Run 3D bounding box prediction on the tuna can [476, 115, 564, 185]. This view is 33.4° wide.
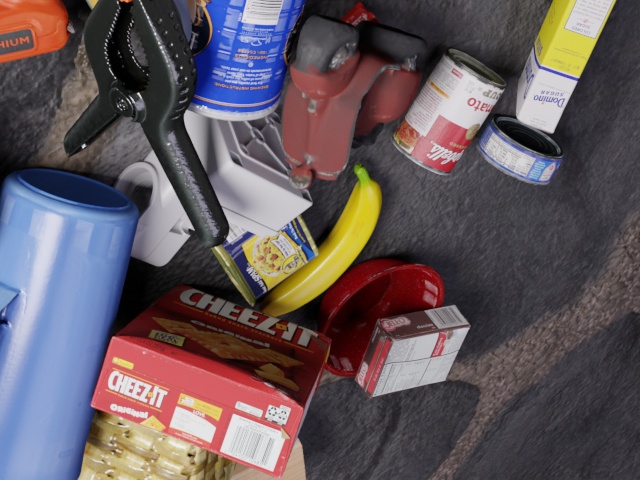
[{"bbox_3d":[0.207,-0.094,1.101,0.085,0.086,0.034,2,125,-39],"label":"tuna can"}]

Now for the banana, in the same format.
[{"bbox_3d":[0.009,0.005,1.086,0.069,0.037,0.198,18,116,-34],"label":"banana"}]

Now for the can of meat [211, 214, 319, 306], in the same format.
[{"bbox_3d":[-0.057,0.001,1.011,0.084,0.057,0.102,-36,142,-8],"label":"can of meat"}]

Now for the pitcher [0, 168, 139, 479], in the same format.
[{"bbox_3d":[-0.230,0.072,0.845,0.144,0.149,0.243,11,105,-27],"label":"pitcher"}]

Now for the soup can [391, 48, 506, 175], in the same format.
[{"bbox_3d":[0.122,-0.123,1.020,0.068,0.069,0.102,9,121,-43],"label":"soup can"}]

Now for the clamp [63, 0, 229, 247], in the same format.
[{"bbox_3d":[-0.136,-0.105,0.768,0.036,0.165,0.210,-42,146,-37],"label":"clamp"}]

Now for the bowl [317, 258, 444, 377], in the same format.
[{"bbox_3d":[0.055,0.073,1.171,0.162,0.055,0.162,-21,139,-20],"label":"bowl"}]

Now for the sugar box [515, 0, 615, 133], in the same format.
[{"bbox_3d":[0.235,-0.200,1.009,0.048,0.093,0.176,20,127,-2],"label":"sugar box"}]

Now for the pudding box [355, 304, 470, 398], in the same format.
[{"bbox_3d":[0.102,0.122,1.180,0.113,0.039,0.090,-6,132,-31],"label":"pudding box"}]

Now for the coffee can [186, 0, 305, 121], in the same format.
[{"bbox_3d":[-0.063,-0.175,0.792,0.102,0.103,0.140,-8,132,-33],"label":"coffee can"}]

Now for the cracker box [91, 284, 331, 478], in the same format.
[{"bbox_3d":[-0.084,0.112,0.931,0.213,0.164,0.072,-55,164,-78],"label":"cracker box"}]
